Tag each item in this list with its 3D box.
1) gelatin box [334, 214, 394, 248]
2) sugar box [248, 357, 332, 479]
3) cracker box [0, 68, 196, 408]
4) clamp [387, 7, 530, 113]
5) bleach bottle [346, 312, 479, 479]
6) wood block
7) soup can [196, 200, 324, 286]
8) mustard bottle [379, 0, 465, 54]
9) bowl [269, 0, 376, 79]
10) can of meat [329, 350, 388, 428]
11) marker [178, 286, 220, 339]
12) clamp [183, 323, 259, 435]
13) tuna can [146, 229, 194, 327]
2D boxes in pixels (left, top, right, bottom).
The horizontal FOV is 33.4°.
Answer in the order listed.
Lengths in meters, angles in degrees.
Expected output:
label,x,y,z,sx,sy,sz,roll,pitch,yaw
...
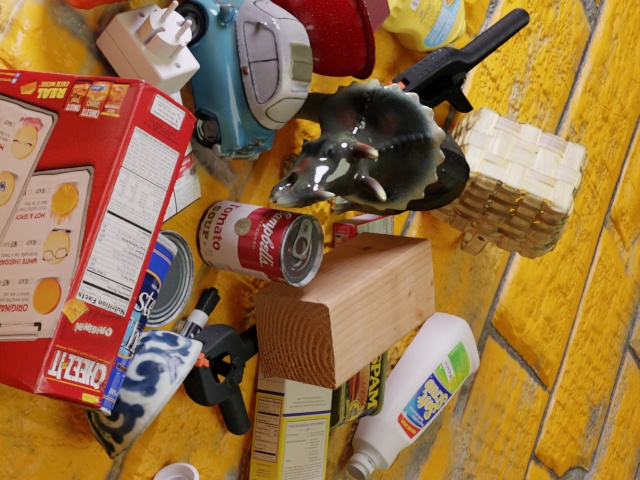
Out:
label,x,y,z,sx,sy,sz,roll,pitch,yaw
gelatin box,0.050,0.009,1.231,0.089,0.030,0.073,-18,112,-53
sugar box,-0.031,0.207,1.139,0.093,0.048,0.176,10,82,-56
cracker box,-0.192,-0.007,0.741,0.072,0.164,0.213,30,74,-53
clamp,0.154,-0.193,1.293,0.209,0.036,0.165,-27,155,-35
bleach bottle,0.112,0.208,1.354,0.250,0.068,0.102,-49,136,-34
wood block,0.030,0.065,1.099,0.205,0.091,0.090,-29,119,-51
soup can,-0.057,0.001,1.003,0.068,0.102,0.068,-22,117,-52
mustard bottle,0.118,-0.267,1.226,0.191,0.058,0.096,16,96,-57
bowl,-0.011,-0.215,0.997,0.055,0.162,0.162,-27,127,-13
can of meat,0.029,0.158,1.218,0.083,0.058,0.102,-8,106,-53
marker,-0.127,0.095,1.000,0.121,0.020,0.020,-62,143,-24
clamp,-0.093,0.134,1.033,0.171,0.039,0.120,14,83,-66
tuna can,-0.151,0.031,0.933,0.085,0.034,0.086,-21,116,-52
